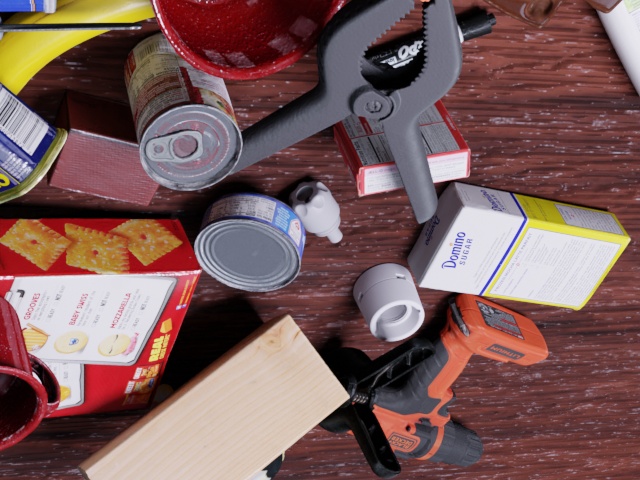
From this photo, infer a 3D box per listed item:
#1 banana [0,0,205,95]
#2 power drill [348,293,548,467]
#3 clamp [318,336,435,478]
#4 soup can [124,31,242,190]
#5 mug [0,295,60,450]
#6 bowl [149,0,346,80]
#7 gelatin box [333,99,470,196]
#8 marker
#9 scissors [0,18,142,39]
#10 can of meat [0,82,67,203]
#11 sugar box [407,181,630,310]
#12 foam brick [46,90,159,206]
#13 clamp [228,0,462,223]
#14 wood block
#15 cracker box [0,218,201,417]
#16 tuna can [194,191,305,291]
[{"bbox_3d":[-0.160,-0.143,0.716,0.198,0.037,0.069,-28,160,10],"label":"banana"},{"bbox_3d":[0.132,0.146,1.044,0.184,0.057,0.188,22,120,-32],"label":"power drill"},{"bbox_3d":[0.033,0.146,0.947,0.039,0.120,0.172,28,159,-26],"label":"clamp"},{"bbox_3d":[-0.097,-0.091,0.733,0.068,0.102,0.068,-9,132,-11],"label":"soup can"},{"bbox_3d":[-0.230,0.090,0.727,0.117,0.081,0.093,19,121,-40],"label":"mug"},{"bbox_3d":[-0.052,-0.187,0.676,0.161,0.055,0.162,-22,128,-31],"label":"bowl"},{"bbox_3d":[0.061,-0.072,0.821,0.089,0.073,0.030,-11,132,-9],"label":"gelatin box"},{"bbox_3d":[0.074,-0.144,0.800,0.121,0.020,0.020,-22,133,1],"label":"marker"},{"bbox_3d":[-0.219,-0.129,0.648,0.202,0.096,0.016,1,103,10],"label":"scissors"},{"bbox_3d":[-0.233,-0.071,0.710,0.102,0.057,0.083,-12,134,45],"label":"can of meat"},{"bbox_3d":[0.175,0.007,0.947,0.176,0.048,0.093,11,125,-22],"label":"sugar box"},{"bbox_3d":[-0.153,-0.066,0.771,0.078,0.053,0.051,12,125,-25],"label":"foam brick"},{"bbox_3d":[0.024,-0.098,0.708,0.164,0.036,0.210,8,137,-9],"label":"clamp"},{"bbox_3d":[-0.091,0.160,0.892,0.205,0.090,0.091,-37,92,-19],"label":"wood block"},{"bbox_3d":[-0.219,0.062,0.825,0.213,0.072,0.164,0,132,-30],"label":"cracker box"},{"bbox_3d":[-0.056,0.001,0.854,0.086,0.033,0.086,6,139,5],"label":"tuna can"}]
